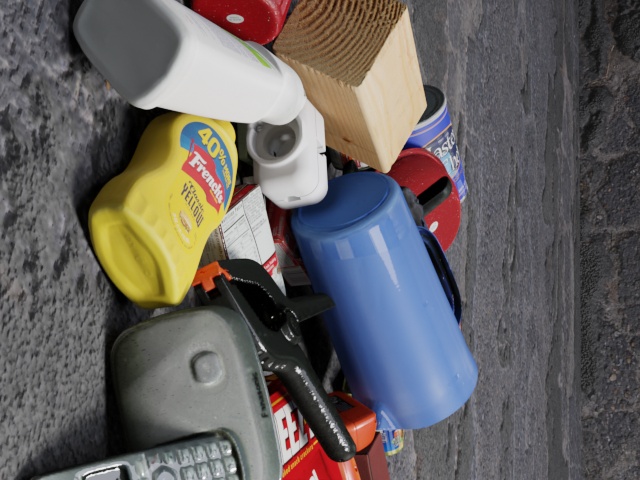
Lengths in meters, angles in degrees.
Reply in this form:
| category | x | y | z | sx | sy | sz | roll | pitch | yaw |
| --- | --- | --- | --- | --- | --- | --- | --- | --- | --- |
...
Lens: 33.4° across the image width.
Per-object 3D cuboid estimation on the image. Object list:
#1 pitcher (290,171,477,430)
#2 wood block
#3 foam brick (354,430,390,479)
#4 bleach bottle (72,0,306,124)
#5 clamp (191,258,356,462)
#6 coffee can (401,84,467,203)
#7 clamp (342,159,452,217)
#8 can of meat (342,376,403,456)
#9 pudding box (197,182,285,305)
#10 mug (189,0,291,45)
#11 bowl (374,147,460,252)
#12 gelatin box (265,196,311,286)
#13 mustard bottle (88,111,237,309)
| category | x | y | z | sx | sy | sz | roll | pitch | yaw |
| --- | --- | --- | --- | --- | --- | --- | --- | --- | --- |
| pitcher | 0.065 | 0.051 | 1.046 | 0.149 | 0.145 | 0.243 | -106 | 175 | -59 |
| wood block | 0.033 | -0.152 | 1.005 | 0.090 | 0.091 | 0.206 | -60 | 163 | -10 |
| foam brick | 0.039 | 0.247 | 1.133 | 0.051 | 0.053 | 0.078 | -50 | 133 | -61 |
| bleach bottle | -0.075 | -0.129 | 0.825 | 0.103 | 0.068 | 0.250 | 47 | 16 | 22 |
| clamp | -0.035 | 0.068 | 0.871 | 0.209 | 0.036 | 0.164 | 48 | 25 | -39 |
| coffee can | 0.123 | -0.112 | 1.354 | 0.102 | 0.103 | 0.140 | -70 | 148 | -47 |
| clamp | 0.081 | -0.016 | 1.198 | 0.039 | 0.120 | 0.171 | -77 | 172 | -47 |
| can of meat | 0.062 | 0.179 | 1.185 | 0.102 | 0.057 | 0.084 | -74 | 156 | -66 |
| pudding box | -0.072 | 0.018 | 0.912 | 0.090 | 0.039 | 0.113 | -46 | 126 | -60 |
| mug | -0.071 | -0.227 | 0.907 | 0.117 | 0.093 | 0.081 | 39 | 52 | -36 |
| bowl | 0.116 | -0.026 | 1.274 | 0.161 | 0.055 | 0.162 | -18 | 119 | -35 |
| gelatin box | -0.028 | -0.008 | 1.042 | 0.089 | 0.030 | 0.073 | 56 | 35 | -52 |
| mustard bottle | -0.106 | -0.043 | 0.807 | 0.191 | 0.058 | 0.096 | -69 | 142 | -49 |
